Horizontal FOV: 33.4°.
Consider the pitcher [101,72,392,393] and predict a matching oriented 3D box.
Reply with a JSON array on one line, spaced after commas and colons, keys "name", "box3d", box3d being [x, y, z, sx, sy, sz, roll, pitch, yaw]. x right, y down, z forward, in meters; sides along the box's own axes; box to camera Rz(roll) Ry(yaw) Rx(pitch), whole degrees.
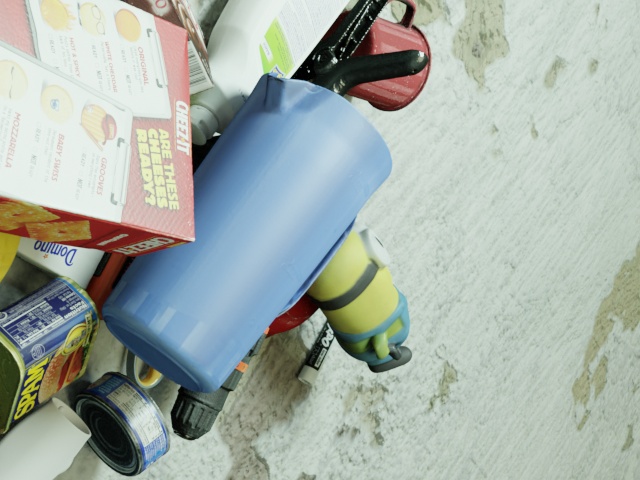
[{"name": "pitcher", "box3d": [-0.056, 0.001, 0.847, 0.149, 0.145, 0.242, 39, 71, -10]}]

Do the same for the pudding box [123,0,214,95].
[{"name": "pudding box", "box3d": [-0.124, -0.180, 0.838, 0.039, 0.090, 0.113, -19, 130, 3]}]

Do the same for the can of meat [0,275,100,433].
[{"name": "can of meat", "box3d": [-0.218, 0.084, 0.802, 0.083, 0.057, 0.102, -35, 161, -45]}]

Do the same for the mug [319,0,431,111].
[{"name": "mug", "box3d": [0.055, -0.191, 1.057, 0.081, 0.093, 0.117, 8, 118, -48]}]

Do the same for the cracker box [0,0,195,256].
[{"name": "cracker box", "box3d": [-0.183, -0.087, 0.699, 0.213, 0.072, 0.164, 15, 67, -50]}]

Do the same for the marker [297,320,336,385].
[{"name": "marker", "box3d": [0.011, 0.101, 1.157, 0.121, 0.020, 0.020, -61, 141, -19]}]

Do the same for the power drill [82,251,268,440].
[{"name": "power drill", "box3d": [-0.127, 0.064, 0.914, 0.187, 0.057, 0.184, 34, 75, -42]}]

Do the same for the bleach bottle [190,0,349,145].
[{"name": "bleach bottle", "box3d": [-0.050, -0.187, 0.936, 0.250, 0.068, 0.102, -57, 142, -28]}]

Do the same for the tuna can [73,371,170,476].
[{"name": "tuna can", "box3d": [-0.167, 0.154, 0.891, 0.033, 0.086, 0.086, -36, 128, -38]}]

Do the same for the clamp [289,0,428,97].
[{"name": "clamp", "box3d": [0.014, -0.170, 0.993, 0.039, 0.172, 0.120, 48, 27, -44]}]
